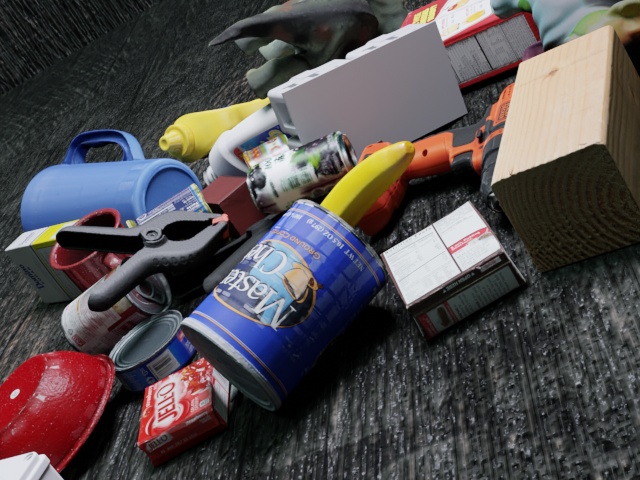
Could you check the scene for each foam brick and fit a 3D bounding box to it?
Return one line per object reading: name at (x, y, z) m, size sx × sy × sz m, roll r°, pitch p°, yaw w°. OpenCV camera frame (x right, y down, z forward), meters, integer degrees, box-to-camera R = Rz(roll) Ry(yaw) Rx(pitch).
foam brick at (-0.101, -0.039, 1.224) m, size 0.051 × 0.053 × 0.078 m, roll -42°, pitch 23°, yaw -21°

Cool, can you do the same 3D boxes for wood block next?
wood block at (0.206, -0.079, 0.853) m, size 0.091 × 0.090 × 0.206 m, roll -21°, pitch 26°, yaw 29°

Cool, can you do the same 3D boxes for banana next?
banana at (0.018, -0.011, 0.962) m, size 0.198 × 0.037 × 0.070 m, roll -58°, pitch 38°, yaw 8°

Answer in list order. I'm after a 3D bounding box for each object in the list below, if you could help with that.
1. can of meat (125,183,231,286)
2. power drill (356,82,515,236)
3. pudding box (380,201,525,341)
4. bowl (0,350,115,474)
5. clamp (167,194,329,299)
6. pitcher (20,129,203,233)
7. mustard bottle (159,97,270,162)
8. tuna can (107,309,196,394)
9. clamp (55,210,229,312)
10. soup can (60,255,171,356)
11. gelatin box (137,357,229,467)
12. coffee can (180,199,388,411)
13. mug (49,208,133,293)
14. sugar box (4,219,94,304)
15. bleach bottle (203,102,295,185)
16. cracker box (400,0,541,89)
can of meat at (-0.148, -0.003, 1.152) m, size 0.084 × 0.102 × 0.057 m, roll -32°, pitch 55°, yaw -6°
power drill at (0.118, -0.064, 0.986) m, size 0.188 × 0.057 × 0.184 m, roll -17°, pitch 27°, yaw 29°
pudding box at (0.103, 0.022, 0.854) m, size 0.090 × 0.039 × 0.113 m, roll -32°, pitch 20°, yaw 6°
bowl at (-0.265, 0.159, 0.991) m, size 0.162 × 0.055 × 0.162 m, roll -36°, pitch 28°, yaw 22°
clamp at (-0.057, 0.001, 1.086) m, size 0.209 × 0.036 × 0.165 m, roll -34°, pitch 11°, yaw -13°
pitcher at (-0.258, -0.050, 1.341) m, size 0.243 × 0.149 × 0.144 m, roll -4°, pitch 34°, yaw 44°
mustard bottle at (-0.134, -0.137, 1.362) m, size 0.096 × 0.058 × 0.191 m, roll -25°, pitch -2°, yaw 38°
tuna can at (-0.161, 0.108, 1.029) m, size 0.086 × 0.033 × 0.086 m, roll -28°, pitch 23°, yaw 13°
clamp at (-0.167, 0.015, 1.050) m, size 0.171 × 0.039 × 0.120 m, roll -12°, pitch 48°, yaw -13°
soup can at (-0.212, 0.070, 1.102) m, size 0.102 × 0.068 × 0.068 m, roll -36°, pitch 19°, yaw 30°
gelatin box at (-0.115, 0.141, 0.907) m, size 0.073 × 0.030 × 0.089 m, roll -29°, pitch 23°, yaw 10°
coffee can at (-0.028, 0.052, 0.861) m, size 0.140 × 0.102 × 0.103 m, roll -47°, pitch 26°, yaw -17°
mug at (-0.232, 0.027, 1.176) m, size 0.093 × 0.081 × 0.117 m, roll -46°, pitch 34°, yaw -17°
sugar box at (-0.303, 0.025, 1.305) m, size 0.177 × 0.093 × 0.048 m, roll -7°, pitch 33°, yaw 46°
bleach bottle at (-0.040, -0.115, 1.264) m, size 0.251 × 0.102 × 0.068 m, roll -26°, pitch 31°, yaw 37°
cracker box at (0.189, -0.243, 1.231) m, size 0.214 × 0.072 × 0.164 m, roll -20°, pitch 26°, yaw 31°
